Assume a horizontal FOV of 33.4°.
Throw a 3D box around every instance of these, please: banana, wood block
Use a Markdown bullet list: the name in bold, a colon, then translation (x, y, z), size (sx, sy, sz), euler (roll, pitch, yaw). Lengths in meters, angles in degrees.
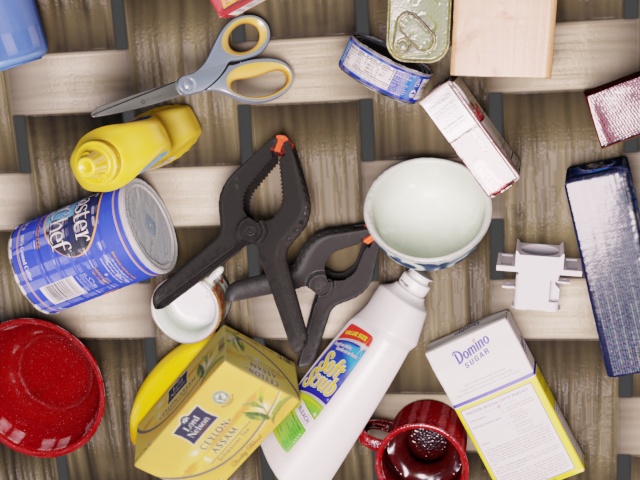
- **banana**: translation (-0.147, 0.151, 1.154), size (0.198, 0.037, 0.069), euler (-35, 94, 18)
- **wood block**: translation (0.169, -0.253, 0.955), size (0.090, 0.090, 0.206), euler (4, 105, 11)

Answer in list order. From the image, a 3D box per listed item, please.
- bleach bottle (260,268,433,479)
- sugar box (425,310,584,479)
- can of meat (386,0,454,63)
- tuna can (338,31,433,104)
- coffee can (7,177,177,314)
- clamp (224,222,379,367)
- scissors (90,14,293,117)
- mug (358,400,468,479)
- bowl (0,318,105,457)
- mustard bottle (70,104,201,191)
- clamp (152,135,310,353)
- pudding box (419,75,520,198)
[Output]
- **bleach bottle**: translation (0.033, 0.132, 1.089), size (0.068, 0.103, 0.251), euler (26, 103, -26)
- **sugar box**: translation (0.188, 0.167, 1.082), size (0.093, 0.048, 0.176), euler (-26, 94, 17)
- **can of meat**: translation (0.096, -0.218, 0.982), size (0.057, 0.084, 0.102), euler (4, 105, 12)
- **tuna can**: translation (0.061, -0.162, 1.004), size (0.086, 0.086, 0.034), euler (28, 110, 4)
- **coffee can**: translation (-0.233, 0.007, 1.102), size (0.140, 0.102, 0.103), euler (-20, 99, 16)
- **clamp**: translation (-0.012, 0.038, 1.088), size (0.120, 0.039, 0.171), euler (34, 103, -19)
- **scissors**: translation (-0.124, -0.169, 1.030), size (0.201, 0.016, 0.096), euler (-4, 88, -19)
- **mug**: translation (0.096, 0.211, 1.093), size (0.117, 0.081, 0.093), euler (15, 107, 8)
- **bowl**: translation (-0.304, 0.155, 1.180), size (0.162, 0.055, 0.162), euler (3, 105, 11)
- **mustard bottle**: translation (-0.185, -0.086, 1.021), size (0.096, 0.191, 0.058), euler (-23, 98, 16)
- **clamp**: translation (-0.057, 0.001, 1.059), size (0.165, 0.036, 0.210), euler (23, 86, 14)
- **pudding box**: translation (0.142, -0.100, 1.000), size (0.039, 0.090, 0.113), euler (-34, 94, 16)
